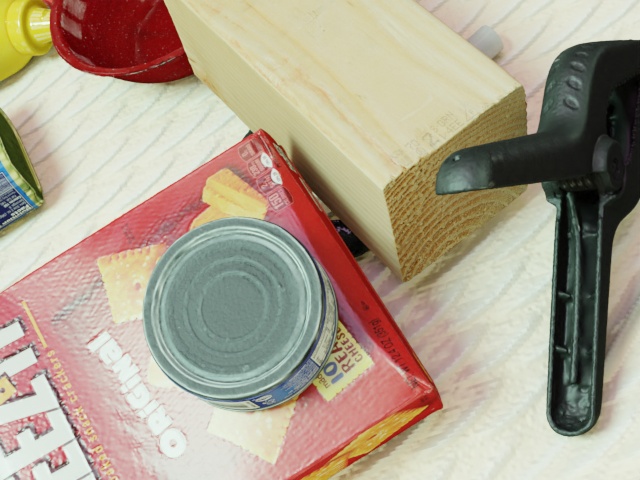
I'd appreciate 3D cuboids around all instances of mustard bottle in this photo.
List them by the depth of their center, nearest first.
[{"bbox_3d":[-0.269,-0.152,0.784,0.192,0.058,0.096,0,56,22],"label":"mustard bottle"}]

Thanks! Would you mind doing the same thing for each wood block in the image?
[{"bbox_3d":[0.010,-0.088,0.581,0.090,0.091,0.206,-37,57,-11],"label":"wood block"}]

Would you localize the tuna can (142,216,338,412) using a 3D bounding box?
[{"bbox_3d":[-0.037,0.033,0.485,0.086,0.033,0.086,-3,73,11],"label":"tuna can"}]

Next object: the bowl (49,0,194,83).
[{"bbox_3d":[-0.100,-0.161,0.719,0.162,0.055,0.162,-13,56,20],"label":"bowl"}]

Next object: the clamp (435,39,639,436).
[{"bbox_3d":[0.120,-0.036,0.509,0.036,0.164,0.209,-1,50,36],"label":"clamp"}]

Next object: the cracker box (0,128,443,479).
[{"bbox_3d":[-0.072,0.068,0.538,0.213,0.072,0.164,-32,69,0],"label":"cracker box"}]

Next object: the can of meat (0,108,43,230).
[{"bbox_3d":[-0.239,-0.043,0.706,0.084,0.057,0.102,-32,54,-1],"label":"can of meat"}]
